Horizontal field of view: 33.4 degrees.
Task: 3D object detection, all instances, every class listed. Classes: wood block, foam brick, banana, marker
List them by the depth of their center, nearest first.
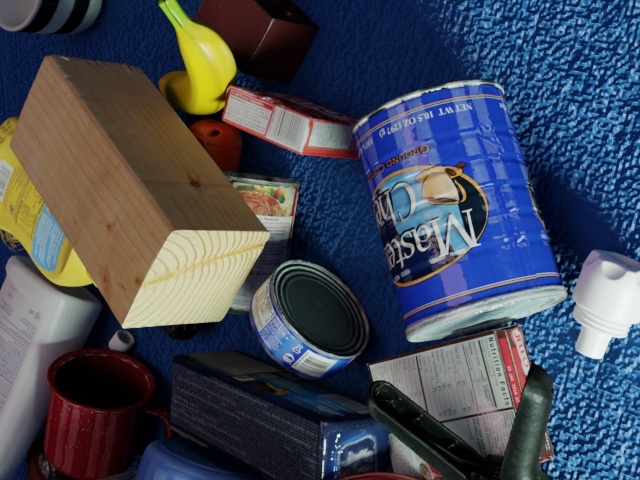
[{"bbox_3d":[-0.140,-0.040,0.792,0.206,0.090,0.090,51,123,33],"label":"wood block"},{"bbox_3d":[-0.051,-0.167,0.826,0.078,0.052,0.051,48,119,29],"label":"foam brick"},{"bbox_3d":[-0.096,-0.130,0.827,0.069,0.037,0.198,56,166,3],"label":"banana"},{"bbox_3d":[-0.208,0.126,0.985,0.121,0.020,0.020,-49,61,29],"label":"marker"}]

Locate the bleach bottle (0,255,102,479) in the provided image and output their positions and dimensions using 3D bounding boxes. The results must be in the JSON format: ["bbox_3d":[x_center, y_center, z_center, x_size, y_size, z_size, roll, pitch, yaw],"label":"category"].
[{"bbox_3d":[-0.296,0.147,0.988,0.103,0.068,0.251,31,96,40],"label":"bleach bottle"}]

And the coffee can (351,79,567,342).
[{"bbox_3d":[0.086,-0.017,0.676,0.103,0.102,0.140,-24,74,38],"label":"coffee can"}]

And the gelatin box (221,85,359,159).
[{"bbox_3d":[-0.017,-0.087,0.784,0.089,0.073,0.030,26,107,38],"label":"gelatin box"}]

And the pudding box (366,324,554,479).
[{"bbox_3d":[0.092,0.112,0.715,0.114,0.039,0.090,-19,78,37],"label":"pudding box"}]

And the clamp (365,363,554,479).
[{"bbox_3d":[0.114,0.143,0.647,0.120,0.039,0.171,-19,113,43],"label":"clamp"}]

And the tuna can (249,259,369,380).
[{"bbox_3d":[-0.008,0.057,0.769,0.034,0.085,0.086,-47,62,32],"label":"tuna can"}]

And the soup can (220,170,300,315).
[{"bbox_3d":[-0.055,0.001,0.821,0.069,0.068,0.102,14,99,40],"label":"soup can"}]

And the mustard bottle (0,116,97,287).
[{"bbox_3d":[-0.213,-0.018,0.890,0.192,0.058,0.096,40,114,31],"label":"mustard bottle"}]

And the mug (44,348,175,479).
[{"bbox_3d":[-0.183,0.155,0.925,0.117,0.093,0.081,14,115,0],"label":"mug"}]
